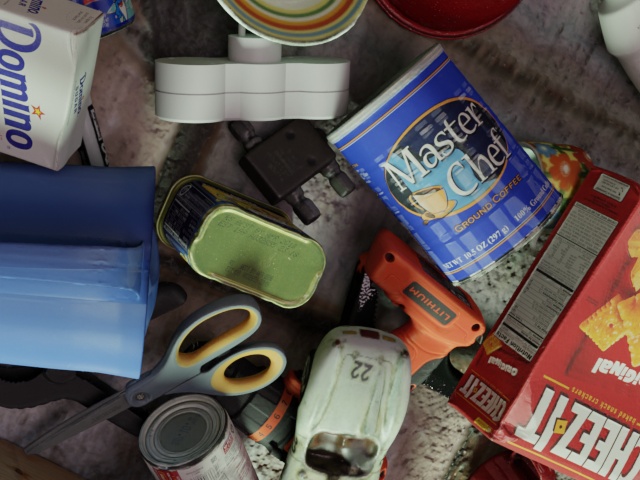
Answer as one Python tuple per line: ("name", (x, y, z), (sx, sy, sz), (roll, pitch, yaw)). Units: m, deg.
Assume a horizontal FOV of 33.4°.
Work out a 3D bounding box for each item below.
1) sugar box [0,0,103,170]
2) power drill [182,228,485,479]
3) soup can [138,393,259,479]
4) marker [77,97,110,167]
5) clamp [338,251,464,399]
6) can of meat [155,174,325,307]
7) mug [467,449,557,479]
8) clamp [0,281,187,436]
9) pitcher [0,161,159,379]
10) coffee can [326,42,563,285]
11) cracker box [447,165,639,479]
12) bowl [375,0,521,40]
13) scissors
("sugar box", (-0.220, -0.113, 0.616), (0.176, 0.048, 0.093), (19, 123, 2))
("power drill", (0.014, 0.084, 0.792), (0.184, 0.057, 0.188), (36, 105, -17))
("soup can", (-0.085, 0.170, 0.780), (0.068, 0.069, 0.102), (-29, 129, -12))
("marker", (-0.153, -0.048, 0.731), (0.020, 0.020, 0.121), (-18, 111, -16))
("clamp", (0.060, 0.111, 0.852), (0.164, 0.036, 0.210), (-28, 111, -5))
("can of meat", (-0.055, 0.001, 0.748), (0.102, 0.084, 0.057), (22, 96, -26))
("mug", (0.171, 0.221, 0.891), (0.093, 0.082, 0.117), (-12, 125, -18))
("clamp", (-0.179, 0.091, 0.752), (0.171, 0.039, 0.120), (-2, 104, -21))
("pitcher", (-0.218, 0.010, 0.637), (0.242, 0.145, 0.149), (4, 134, -11))
("coffee can", (0.087, -0.053, 0.756), (0.102, 0.103, 0.140), (-41, 96, -6))
("cracker box", (0.223, 0.076, 0.814), (0.164, 0.072, 0.214), (28, 96, -30))
("bowl", (0.108, -0.223, 0.764), (0.161, 0.055, 0.162), (-6, 107, -21))
("scissors", (-0.107, 0.109, 0.749), (0.202, 0.016, 0.096), (-40, 128, 19))
